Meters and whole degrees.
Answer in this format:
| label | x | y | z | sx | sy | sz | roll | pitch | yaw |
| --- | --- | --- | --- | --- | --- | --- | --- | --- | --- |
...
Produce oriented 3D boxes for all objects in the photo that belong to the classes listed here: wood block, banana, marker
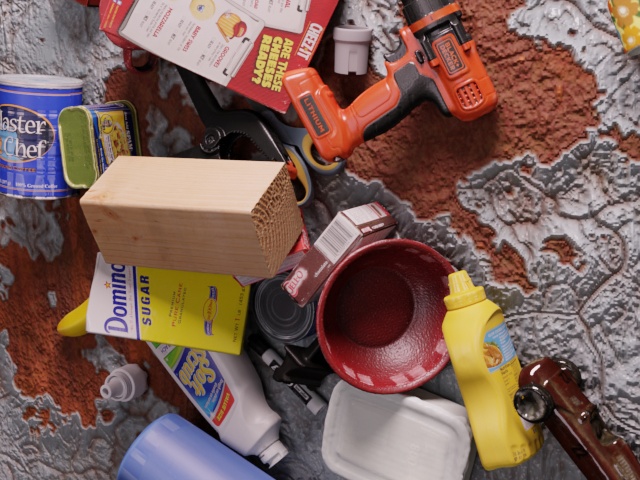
| label | x | y | z | sx | sy | sz | roll | pitch | yaw |
| --- | --- | --- | --- | --- | --- | --- | --- | --- | --- |
| wood block | -0.135 | -0.027 | 1.131 | 0.206 | 0.090 | 0.090 | 4 | 130 | 24 |
| banana | -0.272 | 0.060 | 1.339 | 0.070 | 0.037 | 0.198 | 49 | 119 | 34 |
| marker | -0.040 | 0.152 | 1.228 | 0.121 | 0.020 | 0.020 | 44 | 117 | 16 |

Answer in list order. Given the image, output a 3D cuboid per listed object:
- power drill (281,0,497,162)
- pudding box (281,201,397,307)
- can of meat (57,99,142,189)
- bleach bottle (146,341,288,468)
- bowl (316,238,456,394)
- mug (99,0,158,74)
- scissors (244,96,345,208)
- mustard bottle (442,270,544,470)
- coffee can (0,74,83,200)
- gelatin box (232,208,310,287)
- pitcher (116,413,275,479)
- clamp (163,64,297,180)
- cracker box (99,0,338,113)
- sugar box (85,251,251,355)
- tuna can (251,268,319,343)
| label | x | y | z | sx | sy | sz | roll | pitch | yaw |
| --- | --- | --- | --- | --- | --- | --- | --- | --- | --- |
| power drill | 0.059 | -0.175 | 1.059 | 0.188 | 0.057 | 0.184 | -26 | 93 | 17 |
| pudding box | 0.020 | 0.014 | 1.127 | 0.039 | 0.089 | 0.114 | 47 | 117 | 13 |
| can of meat | -0.262 | -0.114 | 1.271 | 0.058 | 0.083 | 0.102 | -2 | 98 | 30 |
| bleach bottle | -0.119 | 0.153 | 1.251 | 0.103 | 0.068 | 0.251 | -44 | 79 | 30 |
| bowl | 0.066 | 0.075 | 1.103 | 0.055 | 0.162 | 0.162 | -154 | 60 | -72 |
| mug | -0.198 | -0.246 | 1.211 | 0.093 | 0.081 | 0.117 | 25 | 111 | 24 |
| scissors | -0.037 | -0.134 | 1.174 | 0.096 | 0.016 | 0.202 | -23 | 76 | 15 |
| mustard bottle | 0.164 | 0.123 | 1.059 | 0.058 | 0.096 | 0.191 | -17 | 90 | 32 |
| coffee can | -0.344 | -0.128 | 1.305 | 0.103 | 0.102 | 0.140 | 12 | 105 | 28 |
| gelatin box | -0.058 | 0.001 | 1.171 | 0.089 | 0.030 | 0.073 | -21 | 54 | 11 |
| pitcher | -0.112 | 0.313 | 1.229 | 0.243 | 0.144 | 0.149 | 34 | 107 | 16 |
| clamp | -0.114 | -0.119 | 1.180 | 0.210 | 0.036 | 0.164 | 16 | 92 | 27 |
| cracker box | -0.099 | -0.253 | 1.108 | 0.213 | 0.072 | 0.164 | 23 | 114 | -8 |
| sugar box | -0.169 | 0.071 | 1.197 | 0.176 | 0.048 | 0.093 | 8 | 84 | -2 |
| tuna can | -0.034 | 0.072 | 1.202 | 0.086 | 0.033 | 0.086 | 6 | 102 | 29 |
